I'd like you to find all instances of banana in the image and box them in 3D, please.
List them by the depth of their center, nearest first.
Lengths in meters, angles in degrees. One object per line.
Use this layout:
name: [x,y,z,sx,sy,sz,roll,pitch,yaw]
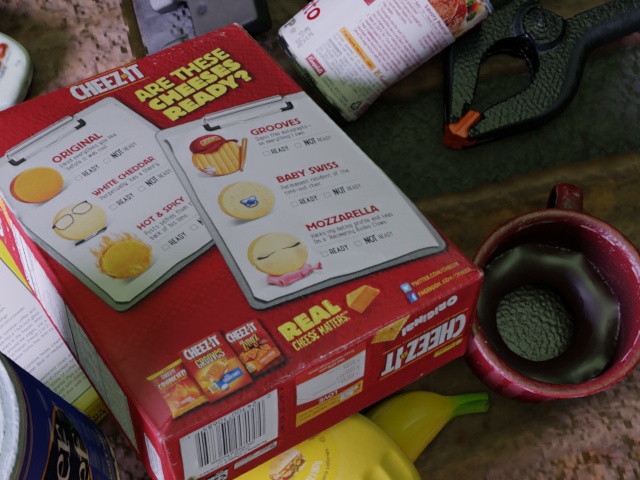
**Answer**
banana: [0.023,0.155,0.540,0.069,0.037,0.197,21,76,8]

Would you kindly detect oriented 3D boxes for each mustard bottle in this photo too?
mustard bottle: [-0.040,0.082,0.534,0.096,0.058,0.192,-36,57,-8]

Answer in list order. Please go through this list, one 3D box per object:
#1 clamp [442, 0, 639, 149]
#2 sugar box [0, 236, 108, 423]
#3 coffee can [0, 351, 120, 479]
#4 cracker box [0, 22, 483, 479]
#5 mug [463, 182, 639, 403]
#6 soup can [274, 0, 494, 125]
clamp: [0.136,-0.118,0.615,0.120,0.039,0.171,27,83,12]
sugar box: [-0.191,0.042,0.569,0.093,0.048,0.176,-42,75,-10]
coffee can: [-0.151,0.098,0.448,0.103,0.140,0.103,-2,68,5]
cracker box: [-0.053,0.001,0.516,0.164,0.072,0.214,-26,53,-23]
mug: [0.117,0.028,0.551,0.093,0.081,0.117,9,75,3]
soup can: [0.034,-0.120,0.586,0.102,0.068,0.068,-38,77,10]
